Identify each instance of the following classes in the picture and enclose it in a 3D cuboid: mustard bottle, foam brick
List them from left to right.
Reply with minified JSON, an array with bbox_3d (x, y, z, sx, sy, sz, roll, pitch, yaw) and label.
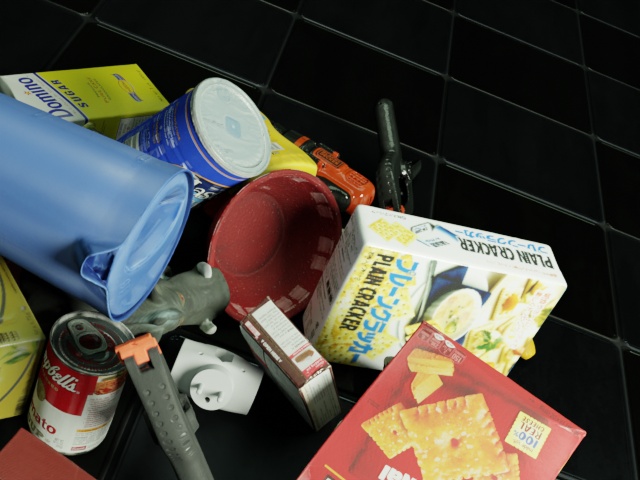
[{"bbox_3d":[-0.212,0.188,0.788,0.078,0.053,0.051,35,37,-1],"label":"foam brick"},{"bbox_3d":[-0.093,-0.110,1.152,0.096,0.058,0.192,-16,46,-33],"label":"mustard bottle"}]

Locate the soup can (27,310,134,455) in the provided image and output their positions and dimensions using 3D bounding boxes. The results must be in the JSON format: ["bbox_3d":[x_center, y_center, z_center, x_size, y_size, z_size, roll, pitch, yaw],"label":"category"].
[{"bbox_3d":[-0.193,0.115,0.858,0.068,0.102,0.068,16,37,-12],"label":"soup can"}]

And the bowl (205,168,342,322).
[{"bbox_3d":[-0.057,0.001,1.064,0.161,0.162,0.055,-8,21,-37],"label":"bowl"}]

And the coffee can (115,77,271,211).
[{"bbox_3d":[-0.133,-0.082,1.047,0.102,0.141,0.103,32,44,-38],"label":"coffee can"}]

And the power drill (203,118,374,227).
[{"bbox_3d":[-0.050,-0.069,1.217,0.184,0.057,0.187,32,37,16],"label":"power drill"}]

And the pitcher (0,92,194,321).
[{"bbox_3d":[-0.230,-0.047,0.866,0.243,0.149,0.145,26,67,8],"label":"pitcher"}]

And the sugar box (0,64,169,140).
[{"bbox_3d":[-0.266,-0.153,1.207,0.175,0.048,0.093,-12,49,-42],"label":"sugar box"}]

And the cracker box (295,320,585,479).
[{"bbox_3d":[0.085,0.195,0.864,0.164,0.072,0.213,36,69,15],"label":"cracker box"}]

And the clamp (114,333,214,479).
[{"bbox_3d":[-0.117,0.133,0.824,0.036,0.210,0.165,-23,43,-8],"label":"clamp"}]

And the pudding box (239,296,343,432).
[{"bbox_3d":[-0.025,0.113,0.957,0.039,0.113,0.090,-39,63,-12],"label":"pudding box"}]

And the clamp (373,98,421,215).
[{"bbox_3d":[0.088,-0.092,1.299,0.120,0.039,0.171,57,25,-28],"label":"clamp"}]
